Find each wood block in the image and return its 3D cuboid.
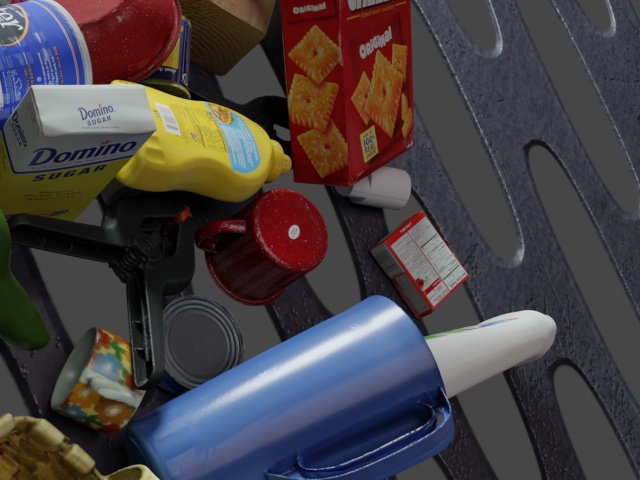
[{"bbox_3d":[-0.090,-0.281,1.067,0.090,0.091,0.206,28,55,-23],"label":"wood block"}]

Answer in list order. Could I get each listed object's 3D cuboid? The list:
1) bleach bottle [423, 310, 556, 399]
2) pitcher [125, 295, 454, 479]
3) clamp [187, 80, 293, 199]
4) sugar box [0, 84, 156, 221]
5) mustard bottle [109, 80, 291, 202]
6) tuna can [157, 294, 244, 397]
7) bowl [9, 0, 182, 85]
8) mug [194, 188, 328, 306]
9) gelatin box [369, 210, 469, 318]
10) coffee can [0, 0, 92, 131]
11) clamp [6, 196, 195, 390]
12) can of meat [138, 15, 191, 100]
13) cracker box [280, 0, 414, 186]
[{"bbox_3d":[0.148,0.113,1.061,0.250,0.103,0.068,-11,84,-45],"label":"bleach bottle"},{"bbox_3d":[-0.022,0.151,0.852,0.242,0.149,0.145,-23,74,-22],"label":"pitcher"},{"bbox_3d":[-0.070,-0.112,1.038,0.171,0.039,0.120,-19,86,-43],"label":"clamp"},{"bbox_3d":[-0.207,-0.059,0.825,0.093,0.177,0.048,-7,73,-38],"label":"sugar box"},{"bbox_3d":[-0.099,-0.079,0.930,0.191,0.058,0.096,7,47,-45],"label":"mustard bottle"},{"bbox_3d":[-0.110,0.092,0.917,0.086,0.034,0.086,15,61,-30],"label":"tuna can"},{"bbox_3d":[-0.203,-0.201,0.919,0.162,0.055,0.162,-2,60,3],"label":"bowl"},{"bbox_3d":[-0.056,0.001,0.966,0.117,0.082,0.093,14,62,-30],"label":"mug"},{"bbox_3d":[0.102,0.025,1.102,0.073,0.030,0.089,-38,93,-41],"label":"gelatin box"},{"bbox_3d":[-0.262,-0.124,0.819,0.140,0.103,0.103,-24,84,-42],"label":"coffee can"},{"bbox_3d":[-0.160,0.009,0.867,0.164,0.036,0.209,47,26,-13],"label":"clamp"},{"bbox_3d":[-0.167,-0.161,0.965,0.102,0.057,0.084,4,62,-9],"label":"can of meat"},{"bbox_3d":[0.032,-0.175,1.026,0.164,0.072,0.214,-33,125,-57],"label":"cracker box"}]
